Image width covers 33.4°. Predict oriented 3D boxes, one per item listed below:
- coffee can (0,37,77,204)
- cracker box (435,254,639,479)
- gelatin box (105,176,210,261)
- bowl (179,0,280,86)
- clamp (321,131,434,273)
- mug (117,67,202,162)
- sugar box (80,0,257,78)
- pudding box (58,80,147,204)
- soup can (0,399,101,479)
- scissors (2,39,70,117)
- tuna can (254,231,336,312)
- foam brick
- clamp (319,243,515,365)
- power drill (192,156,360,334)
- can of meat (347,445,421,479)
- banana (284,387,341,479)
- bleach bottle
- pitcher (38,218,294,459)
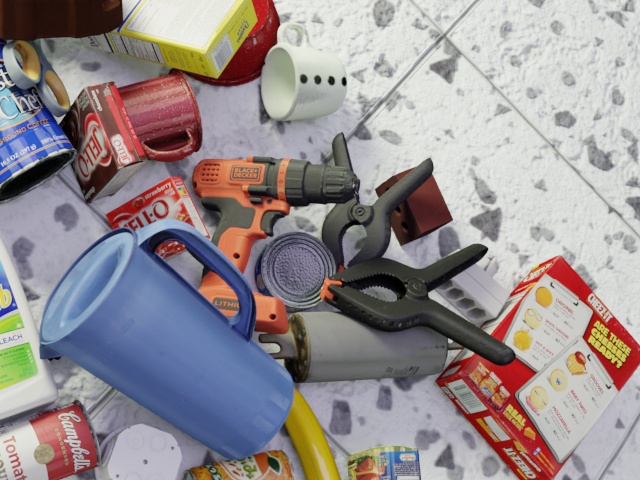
[{"bbox_3d":[-0.322,-0.120,1.057,0.102,0.103,0.140,-32,89,-28],"label":"coffee can"},{"bbox_3d":[0.258,0.149,1.247,0.164,0.072,0.213,48,62,-4],"label":"cracker box"},{"bbox_3d":[-0.169,-0.015,1.104,0.073,0.089,0.030,64,20,3],"label":"gelatin box"},{"bbox_3d":[-0.111,-0.260,1.217,0.161,0.055,0.162,7,73,-22],"label":"bowl"},{"bbox_3d":[0.041,-0.038,1.207,0.120,0.039,0.171,26,86,21],"label":"clamp"},{"bbox_3d":[-0.174,-0.120,1.123,0.081,0.093,0.117,-19,50,-22],"label":"mug"},{"bbox_3d":[-0.166,-0.234,1.138,0.176,0.048,0.093,16,59,26],"label":"sugar box"},{"bbox_3d":[-0.224,-0.098,1.087,0.039,0.114,0.090,-19,83,-30],"label":"pudding box"},{"bbox_3d":[-0.267,0.199,1.006,0.102,0.069,0.068,-17,82,-26],"label":"soup can"},{"bbox_3d":[-0.285,-0.191,1.094,0.016,0.202,0.096,-30,118,11],"label":"scissors"},{"bbox_3d":[-0.028,0.035,1.173,0.086,0.034,0.086,5,75,-17],"label":"tuna can"},{"bbox_3d":[0.109,-0.043,1.249,0.051,0.053,0.078,-22,84,-27],"label":"foam brick"},{"bbox_3d":[0.105,0.054,1.163,0.210,0.036,0.164,10,45,-7],"label":"clamp"},{"bbox_3d":[-0.057,0.001,1.122,0.185,0.057,0.187,3,70,17],"label":"power drill"},{"bbox_3d":[0.067,0.262,1.114,0.057,0.102,0.084,5,71,-22],"label":"can of meat"},{"bbox_3d":[-0.004,0.238,1.113,0.037,0.069,0.198,-20,74,9],"label":"banana"},{"bbox_3d":[-0.339,0.053,1.022,0.102,0.068,0.251,-18,80,-29],"label":"bleach bottle"},{"bbox_3d":[-0.133,0.100,1.028,0.242,0.149,0.145,42,52,-27],"label":"pitcher"}]
